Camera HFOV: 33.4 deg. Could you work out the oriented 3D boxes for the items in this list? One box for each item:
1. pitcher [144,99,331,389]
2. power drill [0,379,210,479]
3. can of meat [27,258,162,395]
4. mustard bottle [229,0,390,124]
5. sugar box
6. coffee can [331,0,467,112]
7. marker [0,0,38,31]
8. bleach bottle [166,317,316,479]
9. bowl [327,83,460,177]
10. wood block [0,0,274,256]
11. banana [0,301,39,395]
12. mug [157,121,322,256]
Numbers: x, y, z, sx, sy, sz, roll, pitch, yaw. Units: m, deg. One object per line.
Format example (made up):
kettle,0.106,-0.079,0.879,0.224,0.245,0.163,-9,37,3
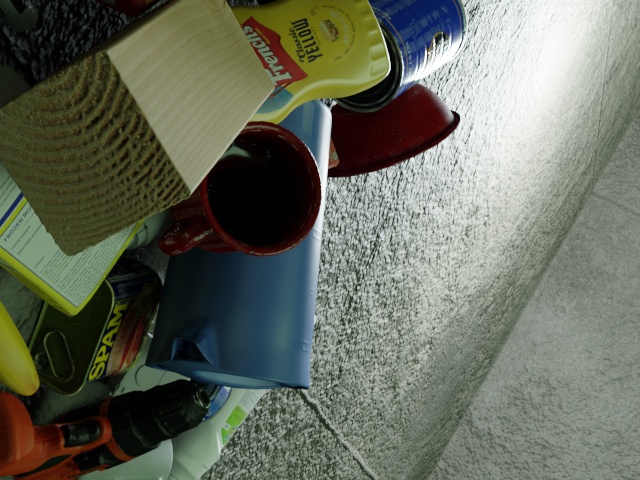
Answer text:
pitcher,-0.056,0.001,0.884,0.149,0.144,0.243,163,-63,-66
power drill,-0.196,0.146,0.793,0.185,0.057,0.187,-25,162,19
can of meat,-0.178,0.065,0.855,0.083,0.057,0.102,-11,126,-68
mustard bottle,-0.047,-0.134,0.810,0.191,0.096,0.058,-24,-178,-20
sugar box,-0.189,-0.030,0.688,0.093,0.048,0.176,-57,147,-16
coffee can,0.069,-0.198,1.051,0.140,0.103,0.103,-39,149,-47
marker,-0.190,-0.159,0.596,0.020,0.020,0.121,-57,159,-16
bleach bottle,-0.102,0.163,1.155,0.250,0.068,0.102,-56,159,-12
bowl,0.061,-0.125,1.109,0.161,0.162,0.055,-42,118,-44
wood block,-0.108,-0.084,0.655,0.090,0.091,0.206,-25,-163,20
banana,-0.227,0.047,0.700,0.037,0.070,0.198,-30,160,-16
mug,-0.066,-0.026,0.757,0.117,0.093,0.082,-41,-164,-24
